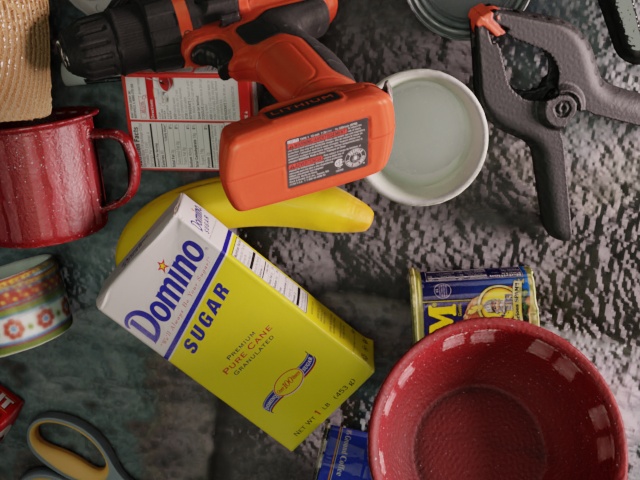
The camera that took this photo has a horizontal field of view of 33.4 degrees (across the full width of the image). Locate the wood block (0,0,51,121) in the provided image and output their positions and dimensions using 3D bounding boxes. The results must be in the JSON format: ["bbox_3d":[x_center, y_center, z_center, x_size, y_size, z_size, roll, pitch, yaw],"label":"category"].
[{"bbox_3d":[-0.285,-0.126,0.688,0.206,0.090,0.090,6,102,23],"label":"wood block"}]

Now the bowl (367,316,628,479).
[{"bbox_3d":[0.106,0.132,0.671,0.162,0.055,0.162,1,75,-4],"label":"bowl"}]

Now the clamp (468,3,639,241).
[{"bbox_3d":[0.164,-0.092,0.692,0.120,0.039,0.171,-36,115,3],"label":"clamp"}]

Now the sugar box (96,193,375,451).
[{"bbox_3d":[-0.057,0.058,0.734,0.176,0.048,0.093,37,110,-16],"label":"sugar box"}]

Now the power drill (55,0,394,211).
[{"bbox_3d":[-0.052,-0.099,0.641,0.184,0.188,0.057,-18,137,-13],"label":"power drill"}]

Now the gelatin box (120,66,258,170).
[{"bbox_3d":[-0.087,-0.086,0.727,0.089,0.030,0.073,2,121,6],"label":"gelatin box"}]

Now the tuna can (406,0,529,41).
[{"bbox_3d":[0.096,-0.174,0.699,0.086,0.033,0.086,1,101,6],"label":"tuna can"}]

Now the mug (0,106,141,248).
[{"bbox_3d":[-0.179,-0.044,0.726,0.117,0.093,0.081,-6,105,5],"label":"mug"}]

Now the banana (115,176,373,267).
[{"bbox_3d":[-0.065,-0.013,0.748,0.198,0.037,0.069,-17,117,10],"label":"banana"}]

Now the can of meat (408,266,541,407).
[{"bbox_3d":[0.105,0.069,0.734,0.084,0.057,0.102,-3,101,3],"label":"can of meat"}]

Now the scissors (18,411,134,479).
[{"bbox_3d":[-0.146,0.209,0.807,0.201,0.016,0.096,39,104,-2],"label":"scissors"}]
